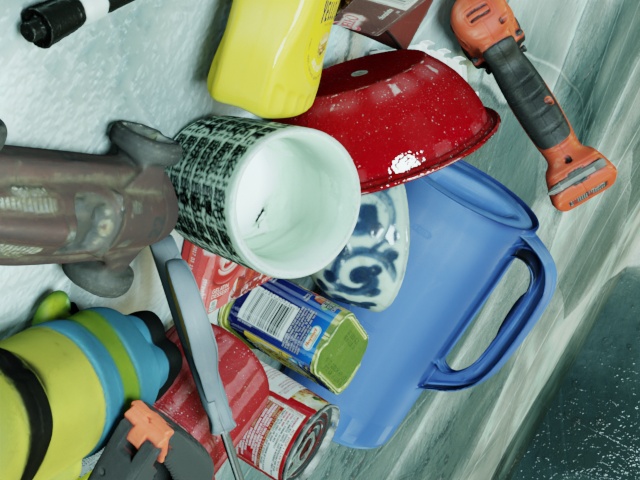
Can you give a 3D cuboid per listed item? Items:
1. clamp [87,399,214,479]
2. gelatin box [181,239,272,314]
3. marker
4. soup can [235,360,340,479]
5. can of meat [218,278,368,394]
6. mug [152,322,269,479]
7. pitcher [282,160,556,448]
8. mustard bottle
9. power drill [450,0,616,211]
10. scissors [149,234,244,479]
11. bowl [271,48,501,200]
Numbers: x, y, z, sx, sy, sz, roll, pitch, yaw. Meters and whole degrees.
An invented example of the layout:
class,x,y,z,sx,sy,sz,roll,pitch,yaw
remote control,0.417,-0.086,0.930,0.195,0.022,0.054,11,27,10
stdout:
class,x,y,z,sx,sy,sz,roll,pitch,yaw
clamp,-0.095,0.164,0.593,0.164,0.036,0.210,-25,142,-46
gelatin box,-0.055,0.001,0.701,0.089,0.030,0.073,-28,140,-56
marker,-0.091,-0.118,0.494,0.120,0.020,0.020,-42,150,-42
soup can,-0.047,0.124,0.764,0.068,0.102,0.068,-48,154,-33
can of meat,-0.017,0.066,0.791,0.057,0.084,0.102,-58,158,-10
mug,-0.091,0.109,0.685,0.117,0.093,0.081,-39,-172,48
pitcher,0.071,0.055,0.873,0.243,0.145,0.149,-62,-161,20
mustard bottle,-0.006,-0.165,0.575,0.096,0.058,0.192,-44,154,-69
power drill,0.175,-0.115,0.894,0.057,0.188,0.184,-33,171,14
scissors,-0.057,0.090,0.588,0.016,0.202,0.096,-19,176,-12
bowl,0.029,-0.081,0.677,0.161,0.162,0.055,-39,119,-46
